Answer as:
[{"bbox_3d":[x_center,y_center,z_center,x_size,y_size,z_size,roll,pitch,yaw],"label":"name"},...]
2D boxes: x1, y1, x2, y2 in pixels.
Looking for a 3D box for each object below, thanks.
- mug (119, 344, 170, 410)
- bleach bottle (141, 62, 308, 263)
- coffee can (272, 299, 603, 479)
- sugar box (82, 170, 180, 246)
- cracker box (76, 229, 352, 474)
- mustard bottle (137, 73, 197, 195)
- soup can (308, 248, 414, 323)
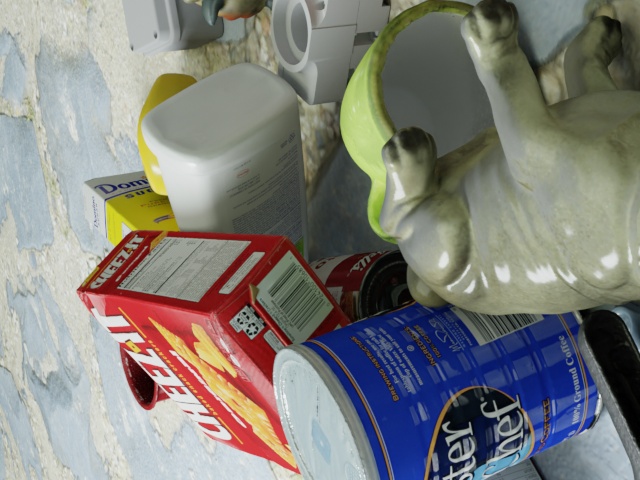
[{"bbox_3d":[-0.137,0.111,1.006,0.093,0.081,0.117,61,147,28],"label":"mug"},{"bbox_3d":[-0.055,0.001,0.761,0.068,0.102,0.251,37,149,33],"label":"bleach bottle"},{"bbox_3d":[0.060,0.080,0.558,0.103,0.140,0.103,50,151,42],"label":"coffee can"},{"bbox_3d":[-0.140,-0.018,0.950,0.176,0.093,0.048,36,130,51],"label":"sugar box"},{"bbox_3d":[-0.051,0.075,0.693,0.164,0.072,0.214,53,155,-23],"label":"cracker box"},{"bbox_3d":[-0.117,-0.084,0.855,0.192,0.058,0.096,-157,71,-81],"label":"mustard bottle"},{"bbox_3d":[0.030,0.042,0.691,0.102,0.068,0.068,-7,94,62],"label":"soup can"}]
